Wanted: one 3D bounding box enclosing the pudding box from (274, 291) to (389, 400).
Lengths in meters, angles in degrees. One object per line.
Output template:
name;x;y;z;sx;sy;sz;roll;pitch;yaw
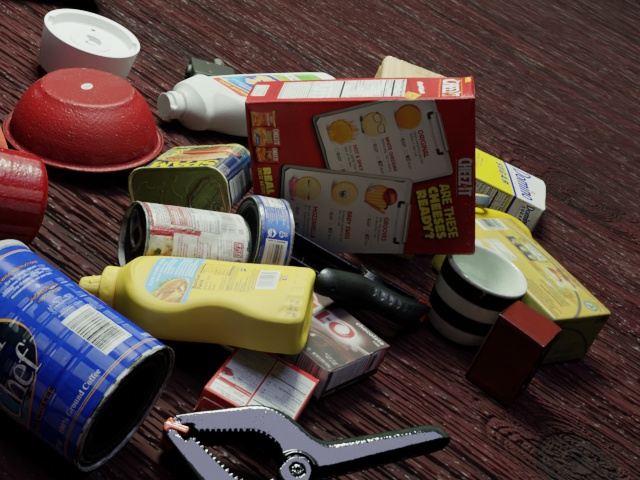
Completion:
pudding box;-0.010;0.083;0.939;0.114;0.039;0.089;40;32;25

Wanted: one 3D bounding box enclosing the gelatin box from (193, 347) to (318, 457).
gelatin box;-0.050;0.124;0.851;0.073;0.030;0.089;29;29;5

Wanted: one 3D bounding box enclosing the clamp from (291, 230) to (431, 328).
clamp;0.039;0.045;1.000;0.171;0.039;0.120;25;16;-22

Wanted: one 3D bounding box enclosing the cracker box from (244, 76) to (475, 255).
cracker box;0.042;-0.072;1.031;0.214;0.164;0.072;0;28;8

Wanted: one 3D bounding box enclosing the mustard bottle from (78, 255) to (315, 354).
mustard bottle;-0.103;0.048;0.874;0.191;0.058;0.096;6;27;5

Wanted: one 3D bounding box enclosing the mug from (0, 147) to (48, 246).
mug;-0.277;-0.027;0.880;0.081;0.093;0.117;9;63;-35

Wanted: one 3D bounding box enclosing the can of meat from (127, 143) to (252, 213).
can of meat;-0.122;-0.057;1.038;0.102;0.057;0.083;0;21;17

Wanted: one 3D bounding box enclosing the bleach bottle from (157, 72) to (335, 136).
bleach bottle;-0.075;-0.156;1.263;0.250;0.068;0.103;-7;41;-40

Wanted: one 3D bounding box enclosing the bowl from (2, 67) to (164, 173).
bowl;-0.235;-0.130;1.073;0.162;0.055;0.162;9;30;-6

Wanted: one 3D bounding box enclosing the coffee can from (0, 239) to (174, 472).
coffee can;-0.188;0.079;0.744;0.140;0.103;0.102;33;30;14

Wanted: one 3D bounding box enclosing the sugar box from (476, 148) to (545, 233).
sugar box;0.201;-0.080;1.364;0.176;0.048;0.093;23;29;-1

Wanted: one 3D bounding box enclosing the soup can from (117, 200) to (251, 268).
soup can;-0.121;0.004;0.955;0.102;0.069;0.068;7;34;-30

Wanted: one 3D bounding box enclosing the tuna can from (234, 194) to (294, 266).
tuna can;-0.056;0.001;0.991;0.033;0.086;0.086;9;33;-24

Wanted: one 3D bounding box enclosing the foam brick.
foam brick;0.183;0.106;1.010;0.051;0.078;0.052;35;30;20

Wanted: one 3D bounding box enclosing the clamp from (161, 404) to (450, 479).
clamp;-0.017;0.181;0.758;0.210;0.036;0.164;15;49;-1
